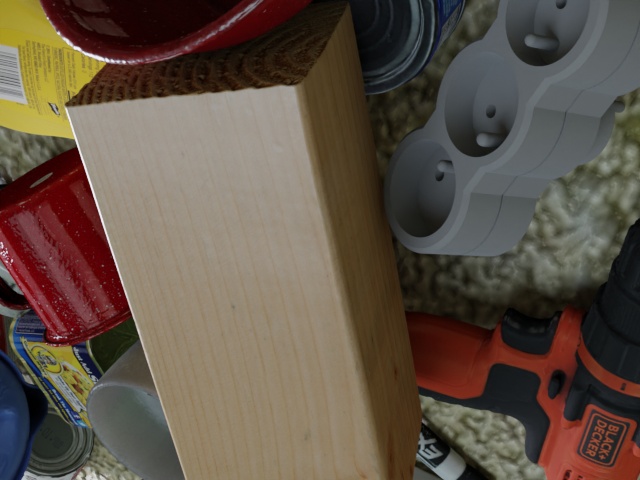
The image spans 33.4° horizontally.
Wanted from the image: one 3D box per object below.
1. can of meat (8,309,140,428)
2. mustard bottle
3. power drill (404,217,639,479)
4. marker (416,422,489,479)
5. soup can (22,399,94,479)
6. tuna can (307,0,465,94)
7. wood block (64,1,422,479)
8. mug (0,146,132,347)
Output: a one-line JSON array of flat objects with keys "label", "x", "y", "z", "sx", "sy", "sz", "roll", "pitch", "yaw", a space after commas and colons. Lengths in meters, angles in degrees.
[{"label": "can of meat", "x": -0.142, "y": 0.079, "z": 0.693, "sx": 0.084, "sy": 0.057, "sz": 0.102, "roll": -2, "pitch": 126, "yaw": 37}, {"label": "mustard bottle", "x": -0.080, "y": -0.077, "z": 0.497, "sx": 0.192, "sy": 0.058, "sz": 0.096, "roll": 17, "pitch": 137, "yaw": 11}, {"label": "power drill", "x": 0.080, "y": 0.037, "z": 0.506, "sx": 0.188, "sy": 0.057, "sz": 0.184, "roll": 21, "pitch": 133, "yaw": 18}, {"label": "marker", "x": 0.056, "y": 0.114, "z": 0.621, "sx": 0.121, "sy": 0.020, "sz": 0.020, "roll": 42, "pitch": 138, "yaw": -7}, {"label": "soup can", "x": -0.217, "y": 0.168, "z": 0.816, "sx": 0.068, "sy": 0.068, "sz": 0.102, "roll": 36, "pitch": 138, "yaw": -1}, {"label": "tuna can", "x": 0.014, "y": -0.103, "z": 0.437, "sx": 0.086, "sy": 0.033, "sz": 0.086, "roll": 18, "pitch": 136, "yaw": 19}, {"label": "wood block", "x": -0.020, "y": 0.018, "z": 0.442, "sx": 0.091, "sy": 0.090, "sz": 0.206, "roll": -4, "pitch": 119, "yaw": 16}, {"label": "mug", "x": -0.144, "y": 0.003, "z": 0.595, "sx": 0.117, "sy": 0.093, "sz": 0.081, "roll": -19, "pitch": 112, "yaw": 26}]
